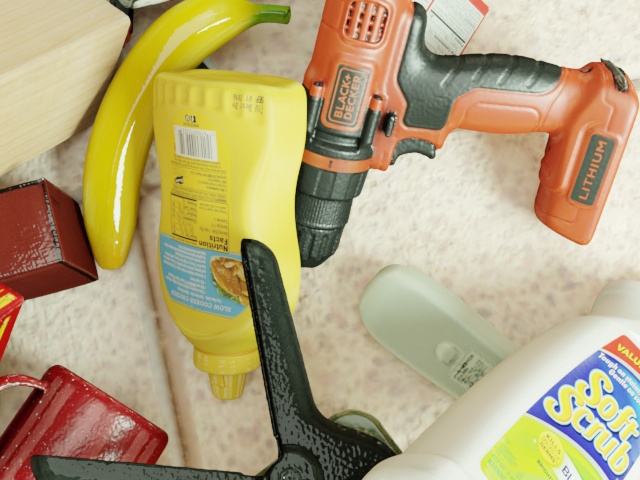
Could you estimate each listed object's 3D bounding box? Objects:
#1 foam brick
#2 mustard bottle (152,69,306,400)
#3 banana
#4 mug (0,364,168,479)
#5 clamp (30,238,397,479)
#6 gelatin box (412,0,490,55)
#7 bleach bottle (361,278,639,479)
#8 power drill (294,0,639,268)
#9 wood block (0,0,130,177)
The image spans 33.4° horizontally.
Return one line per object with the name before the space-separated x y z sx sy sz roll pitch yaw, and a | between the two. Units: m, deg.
foam brick | -0.171 0.001 0.631 0.051 0.078 0.053 -16 79 0
mustard bottle | -0.054 0.001 0.616 0.096 0.058 0.192 13 108 37
banana | -0.100 -0.079 0.651 0.070 0.037 0.198 35 94 10
mug | -0.148 0.117 0.598 0.117 0.093 0.081 39 75 -28
clamp | -0.028 0.124 0.535 0.164 0.036 0.210 -40 84 -14
gelatin box | 0.052 -0.130 0.657 0.073 0.030 0.089 36 82 -28
bleach bottle | 0.130 0.087 0.562 0.250 0.068 0.102 -39 97 -40
power drill | 0.074 -0.052 0.621 0.187 0.057 0.184 11 117 -7
wood block | -0.209 -0.082 0.581 0.091 0.090 0.205 37 38 7
